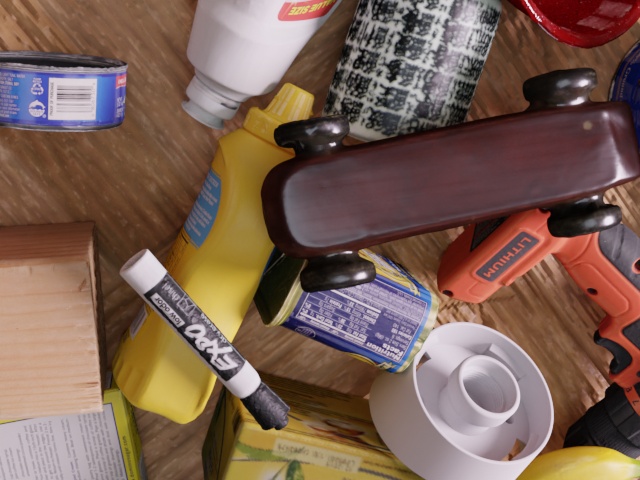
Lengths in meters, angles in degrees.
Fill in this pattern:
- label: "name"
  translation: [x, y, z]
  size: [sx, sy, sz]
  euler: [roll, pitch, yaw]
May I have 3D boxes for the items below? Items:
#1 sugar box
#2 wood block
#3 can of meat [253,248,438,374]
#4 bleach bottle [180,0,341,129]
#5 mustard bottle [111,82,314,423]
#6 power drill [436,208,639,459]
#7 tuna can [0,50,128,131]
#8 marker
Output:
- label: "sugar box"
  translation: [-0.197, 0.139, 0.640]
  size: [0.176, 0.048, 0.093]
  euler: [-9, 105, -3]
- label: "wood block"
  translation: [-0.226, 0.047, 0.590]
  size: [0.206, 0.090, 0.091]
  euler: [-3, 105, -8]
- label: "can of meat"
  translation: [0.012, 0.029, 0.617]
  size: [0.084, 0.102, 0.057]
  euler: [25, 98, -16]
- label: "bleach bottle"
  translation: [0.002, -0.171, 0.575]
  size: [0.068, 0.102, 0.251]
  euler: [39, 109, 16]
- label: "mustard bottle"
  translation: [-0.054, 0.001, 0.602]
  size: [0.058, 0.096, 0.192]
  euler: [24, 98, -13]
- label: "power drill"
  translation: [0.165, 0.051, 0.650]
  size: [0.187, 0.057, 0.185]
  euler: [36, 122, -10]
- label: "tuna can"
  translation: [-0.147, -0.081, 0.573]
  size: [0.086, 0.086, 0.034]
  euler: [3, 104, -9]
- label: "marker"
  translation: [-0.057, 0.054, 0.552]
  size: [0.020, 0.020, 0.121]
  euler: [-39, 107, 2]
